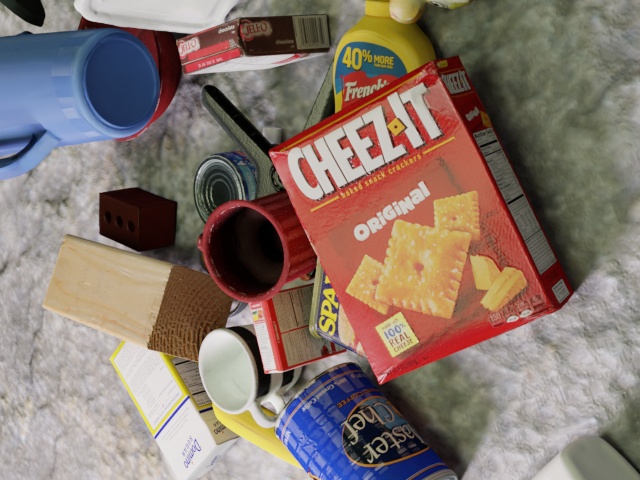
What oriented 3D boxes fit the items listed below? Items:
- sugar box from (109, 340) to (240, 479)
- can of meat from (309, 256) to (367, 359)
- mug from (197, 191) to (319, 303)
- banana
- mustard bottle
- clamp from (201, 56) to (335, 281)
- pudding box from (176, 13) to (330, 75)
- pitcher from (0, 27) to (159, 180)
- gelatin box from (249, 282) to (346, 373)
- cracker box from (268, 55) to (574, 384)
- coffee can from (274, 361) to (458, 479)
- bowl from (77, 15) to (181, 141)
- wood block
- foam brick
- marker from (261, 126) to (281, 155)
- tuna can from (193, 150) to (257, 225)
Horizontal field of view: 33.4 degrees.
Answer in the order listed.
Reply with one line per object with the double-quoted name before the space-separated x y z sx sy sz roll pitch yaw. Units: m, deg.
"sugar box" -0.166 0.176 1.211 0.176 0.048 0.093 55 129 18
"can of meat" 0.043 0.054 0.965 0.084 0.057 0.102 23 115 37
"mug" -0.056 0.001 0.971 0.117 0.081 0.093 1 103 31
"banana" -0.051 0.191 1.087 0.198 0.069 0.037 22 91 42
"mustard bottle" 0.053 -0.128 0.912 0.096 0.058 0.192 18 111 40
"clamp" -0.020 -0.069 1.004 0.165 0.036 0.210 -16 91 33
"pudding box" -0.060 -0.179 0.976 0.090 0.113 0.039 -5 95 45
"pitcher" -0.286 -0.148 1.118 0.243 0.144 0.149 3 108 42
"gelatin box" -0.021 0.080 1.010 0.030 0.089 0.073 -14 88 47
"cracker box" 0.078 -0.014 0.851 0.164 0.072 0.214 -26 89 27
"coffee can" 0.040 0.195 0.964 0.140 0.102 0.103 47 128 28
"bowl" -0.200 -0.190 1.157 0.162 0.055 0.162 12 107 43
"wood block" -0.196 0.060 1.138 0.206 0.090 0.090 13 85 46
"foam brick" -0.207 -0.024 1.203 0.078 0.051 0.053 19 112 41
"marker" -0.053 -0.051 1.056 0.020 0.020 0.121 14 103 43
"tuna can" -0.093 -0.048 1.095 0.086 0.033 0.086 12 107 43
